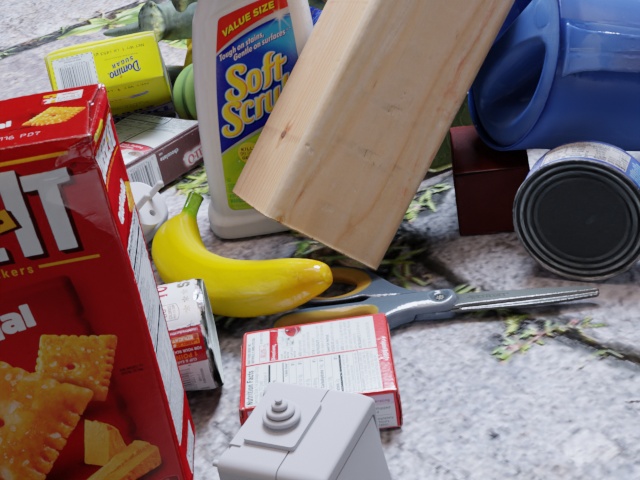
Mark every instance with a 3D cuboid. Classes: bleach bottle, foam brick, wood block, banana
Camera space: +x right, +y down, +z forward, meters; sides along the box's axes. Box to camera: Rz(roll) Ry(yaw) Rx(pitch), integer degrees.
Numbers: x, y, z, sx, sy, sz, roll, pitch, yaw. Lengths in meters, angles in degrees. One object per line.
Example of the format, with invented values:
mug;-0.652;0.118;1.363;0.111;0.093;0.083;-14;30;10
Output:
bleach bottle;-0.053;-0.128;0.761;0.102;0.251;0.068;-9;29;1
foam brick;0.122;-0.045;0.767;0.053;0.051;0.078;-5;30;7
wood block;0.034;-0.098;0.710;0.090;0.206;0.091;26;3;-22
banana;-0.066;0.015;0.710;0.198;0.037;0.069;29;86;52

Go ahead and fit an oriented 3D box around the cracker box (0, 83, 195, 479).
cracker box;-0.163;0.045;0.529;0.164;0.214;0.072;-11;29;-1

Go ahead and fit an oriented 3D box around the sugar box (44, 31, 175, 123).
sugar box;-0.181;-0.137;0.950;0.093;0.048;0.176;-12;-4;-4

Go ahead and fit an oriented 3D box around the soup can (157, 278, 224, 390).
soup can;-0.113;0.064;0.629;0.102;0.068;0.068;-12;29;-3

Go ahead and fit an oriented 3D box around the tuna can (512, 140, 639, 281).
tuna can;0.167;-0.019;0.673;0.086;0.086;0.033;5;31;24

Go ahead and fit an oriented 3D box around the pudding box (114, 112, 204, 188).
pudding box;-0.163;-0.070;0.912;0.090;0.039;0.113;10;32;37

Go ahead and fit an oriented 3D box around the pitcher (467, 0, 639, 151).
pitcher;0.236;-0.119;0.732;0.242;0.145;0.149;2;52;-17

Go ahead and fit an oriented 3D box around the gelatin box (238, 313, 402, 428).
gelatin box;-0.001;0.079;0.609;0.089;0.030;0.073;-9;31;3

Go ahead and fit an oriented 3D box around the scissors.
scissors;0.065;0.032;0.684;0.201;0.016;0.096;-12;29;-5
